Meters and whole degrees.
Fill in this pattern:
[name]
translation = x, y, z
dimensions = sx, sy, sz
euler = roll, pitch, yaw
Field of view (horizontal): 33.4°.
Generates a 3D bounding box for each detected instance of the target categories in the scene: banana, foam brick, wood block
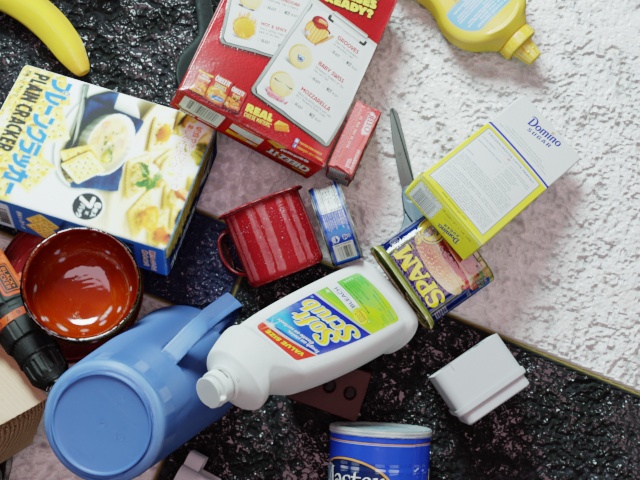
[banana]
translation = -0.330, -0.244, 1.152
dimensions = 0.198, 0.037, 0.070
euler = 23, 103, 5
[foam brick]
translation = 0.009, 0.149, 1.097
dimensions = 0.078, 0.051, 0.053
euler = 18, 86, 3
[wood block]
translation = -0.376, 0.127, 1.056
dimensions = 0.206, 0.090, 0.090
euler = 43, 132, 15

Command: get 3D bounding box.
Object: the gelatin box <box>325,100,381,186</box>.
[gelatin box]
translation = 0.034, -0.098, 1.100
dimensions = 0.030, 0.089, 0.073
euler = 25, 85, 1

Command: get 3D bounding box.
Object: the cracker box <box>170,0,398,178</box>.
[cracker box]
translation = -0.035, -0.196, 1.089
dimensions = 0.164, 0.072, 0.213
euler = 27, 74, -12

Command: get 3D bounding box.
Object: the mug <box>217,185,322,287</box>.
[mug]
translation = -0.057, 0.001, 1.101
dimensions = 0.117, 0.093, 0.081
euler = -22, 89, 30

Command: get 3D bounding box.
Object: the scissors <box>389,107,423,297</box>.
[scissors]
translation = 0.115, -0.038, 1.130
dimensions = 0.096, 0.016, 0.202
euler = 4, 85, 0

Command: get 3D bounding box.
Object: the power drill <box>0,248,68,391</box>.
[power drill]
translation = -0.349, 0.086, 1.002
dimensions = 0.184, 0.187, 0.057
euler = 52, 132, 21

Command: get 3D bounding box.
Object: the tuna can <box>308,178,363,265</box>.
[tuna can]
translation = 0.016, -0.018, 1.096
dimensions = 0.034, 0.086, 0.086
euler = -18, 85, 1

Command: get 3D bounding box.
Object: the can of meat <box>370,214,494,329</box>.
[can of meat]
translation = 0.115, 0.026, 1.088
dimensions = 0.084, 0.057, 0.102
euler = -35, 87, -6

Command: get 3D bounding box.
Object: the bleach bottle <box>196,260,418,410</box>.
[bleach bottle]
translation = -0.016, 0.102, 1.016
dimensions = 0.102, 0.250, 0.068
euler = 50, 131, 13

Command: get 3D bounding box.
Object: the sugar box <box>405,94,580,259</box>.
[sugar box]
translation = 0.176, -0.066, 1.080
dimensions = 0.176, 0.048, 0.093
euler = -37, 84, -34

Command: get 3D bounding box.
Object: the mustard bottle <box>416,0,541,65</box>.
[mustard bottle]
translation = 0.159, -0.258, 1.128
dimensions = 0.096, 0.058, 0.191
euler = -44, 85, -4

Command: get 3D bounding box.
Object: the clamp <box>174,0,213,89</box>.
[clamp]
translation = -0.096, -0.200, 1.140
dimensions = 0.120, 0.039, 0.171
euler = 13, 85, 5

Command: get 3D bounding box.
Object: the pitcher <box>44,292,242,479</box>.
[pitcher]
translation = -0.157, 0.134, 1.002
dimensions = 0.145, 0.242, 0.149
euler = -2, 94, 9

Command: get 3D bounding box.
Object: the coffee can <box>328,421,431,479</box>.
[coffee can]
translation = 0.057, 0.255, 1.061
dimensions = 0.103, 0.103, 0.140
euler = 3, 85, 1
